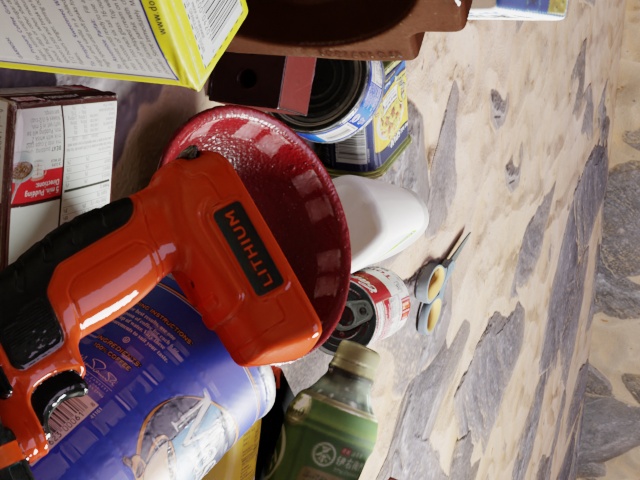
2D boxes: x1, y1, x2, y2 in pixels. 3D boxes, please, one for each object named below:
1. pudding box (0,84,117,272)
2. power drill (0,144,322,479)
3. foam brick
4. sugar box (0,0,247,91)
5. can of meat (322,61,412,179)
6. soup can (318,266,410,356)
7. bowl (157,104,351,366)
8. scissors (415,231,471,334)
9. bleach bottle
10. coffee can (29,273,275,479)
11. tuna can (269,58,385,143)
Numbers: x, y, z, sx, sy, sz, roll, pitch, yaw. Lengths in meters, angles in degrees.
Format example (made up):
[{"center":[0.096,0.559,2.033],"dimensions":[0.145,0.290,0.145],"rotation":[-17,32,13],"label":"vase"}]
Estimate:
[{"center":[-0.139,-0.017,0.516],"dimensions":[0.090,0.039,0.113],"rotation":[-26,126,-68],"label":"pudding box"},{"center":[-0.093,0.054,0.441],"dimensions":[0.187,0.057,0.184],"rotation":[-27,87,-33],"label":"power drill"},{"center":[-0.035,-0.125,0.709],"dimensions":[0.051,0.053,0.078],"rotation":[1,98,-68],"label":"foam brick"},{"center":[-0.118,-0.101,0.338],"dimensions":[0.093,0.176,0.048],"rotation":[73,36,-49],"label":"sugar box"},{"center":[0.037,-0.109,0.896],"dimensions":[0.102,0.057,0.084],"rotation":[-49,141,-53],"label":"can of meat"},{"center":[0.034,0.061,0.947],"dimensions":[0.102,0.069,0.068],"rotation":[-14,112,-67],"label":"soup can"},{"center":[-0.054,0.001,0.661],"dimensions":[0.161,0.055,0.162],"rotation":[17,66,-43],"label":"bowl"},{"center":[0.152,0.053,1.314],"dimensions":[0.201,0.016,0.096],"rotation":[-26,125,-64],"label":"scissors"},{"center":[0.034,-0.007,0.902],"dimensions":[0.068,0.103,0.250],"rotation":[59,14,7],"label":"bleach bottle"},{"center":[-0.104,0.091,0.516],"dimensions":[0.140,0.103,0.103],"rotation":[-44,141,-33],"label":"coffee can"},{"center":[0.001,-0.114,0.760],"dimensions":[0.033,0.086,0.086],"rotation":[15,86,-67],"label":"tuna can"}]
